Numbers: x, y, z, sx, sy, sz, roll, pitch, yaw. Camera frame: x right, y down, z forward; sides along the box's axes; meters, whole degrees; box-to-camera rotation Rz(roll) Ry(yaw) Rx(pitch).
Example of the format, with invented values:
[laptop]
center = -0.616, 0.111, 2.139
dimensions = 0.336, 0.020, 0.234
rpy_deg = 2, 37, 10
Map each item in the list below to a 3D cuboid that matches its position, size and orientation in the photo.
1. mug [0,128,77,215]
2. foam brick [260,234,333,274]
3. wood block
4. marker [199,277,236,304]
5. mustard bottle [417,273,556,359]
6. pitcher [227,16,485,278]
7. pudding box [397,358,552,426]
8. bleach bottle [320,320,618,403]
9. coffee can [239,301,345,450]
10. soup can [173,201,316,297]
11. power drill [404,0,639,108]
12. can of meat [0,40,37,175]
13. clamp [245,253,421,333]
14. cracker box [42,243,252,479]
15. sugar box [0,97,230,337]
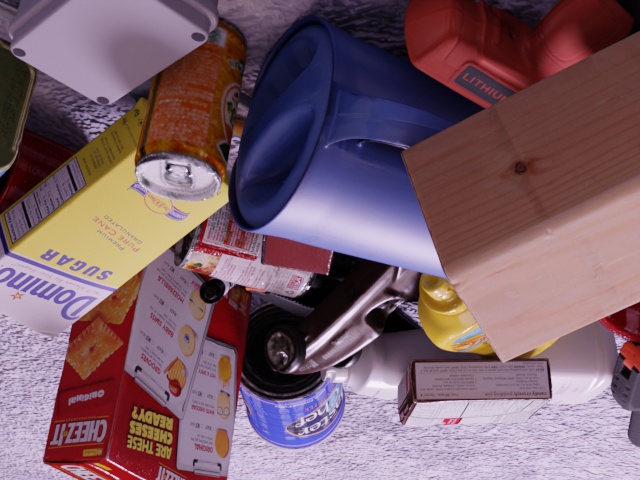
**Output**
[mug]
center = -0.219, -0.027, 0.787
dimensions = 0.081, 0.093, 0.117
rpy_deg = 26, 122, -39
[foam brick]
center = -0.012, -0.024, 0.771
dimensions = 0.053, 0.078, 0.051
rpy_deg = 9, 152, 0
[wood block]
center = 0.157, -0.036, 0.523
dimensions = 0.206, 0.091, 0.090
rpy_deg = -26, 136, 12
[marker]
center = -0.080, 0.034, 0.881
dimensions = 0.020, 0.020, 0.121
rpy_deg = 4, -173, 4
[mustard bottle]
center = 0.127, 0.046, 0.812
dimensions = 0.096, 0.058, 0.191
rpy_deg = -41, 150, 18
[pitcher]
center = 0.077, -0.038, 0.670
dimensions = 0.242, 0.149, 0.145
rpy_deg = 17, 127, -25
[pudding box]
center = 0.123, 0.123, 0.869
dimensions = 0.113, 0.039, 0.090
rpy_deg = -2, 158, -4
[bleach bottle]
center = 0.127, 0.107, 0.947
dimensions = 0.250, 0.068, 0.103
rpy_deg = 1, 153, -11
[coffee can]
center = -0.029, 0.132, 1.030
dimensions = 0.103, 0.103, 0.140
rpy_deg = 3, 151, 6
[soup can]
center = -0.055, 0.001, 0.835
dimensions = 0.102, 0.068, 0.069
rpy_deg = 16, 150, -18
[power drill]
center = 0.132, -0.138, 0.551
dimensions = 0.184, 0.057, 0.188
rpy_deg = 25, 147, -32
[can of meat]
center = -0.234, -0.074, 0.703
dimensions = 0.057, 0.102, 0.084
rpy_deg = 25, 144, -31
[clamp]
center = 0.034, 0.052, 0.940
dimensions = 0.209, 0.036, 0.165
rpy_deg = 8, 151, -11
[cracker box]
center = -0.137, 0.107, 0.890
dimensions = 0.072, 0.213, 0.164
rpy_deg = -9, 148, 26
[sugar box]
center = -0.154, -0.011, 0.736
dimensions = 0.176, 0.048, 0.093
rpy_deg = -40, 139, 8
